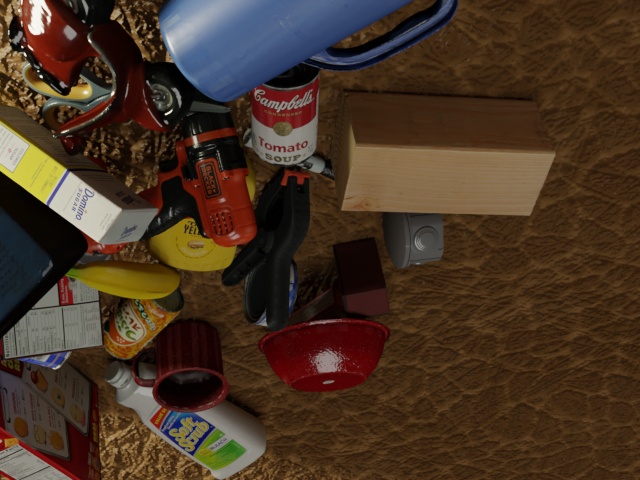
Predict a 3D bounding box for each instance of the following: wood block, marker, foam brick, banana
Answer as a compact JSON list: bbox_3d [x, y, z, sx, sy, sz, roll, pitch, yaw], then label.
[{"bbox_3d":[0.122,-0.089,1.101,0.206,0.090,0.091,1,136,-11],"label":"wood block"},{"bbox_3d":[-0.026,-0.089,1.125,0.121,0.020,0.020,20,130,-28],"label":"marker"},{"bbox_3d":[0.047,0.046,1.242,0.051,0.078,0.053,-12,140,1],"label":"foam brick"},{"bbox_3d":[-0.194,0.037,1.142,0.037,0.070,0.197,-64,156,6],"label":"banana"}]

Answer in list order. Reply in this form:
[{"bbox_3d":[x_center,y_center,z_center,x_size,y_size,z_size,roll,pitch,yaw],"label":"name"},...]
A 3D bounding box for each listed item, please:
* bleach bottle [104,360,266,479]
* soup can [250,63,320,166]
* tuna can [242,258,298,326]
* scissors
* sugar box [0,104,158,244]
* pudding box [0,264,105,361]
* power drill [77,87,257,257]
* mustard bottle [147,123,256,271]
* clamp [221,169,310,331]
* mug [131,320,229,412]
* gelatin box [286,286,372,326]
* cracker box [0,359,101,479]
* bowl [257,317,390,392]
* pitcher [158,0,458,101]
[{"bbox_3d":[-0.187,0.229,1.407,0.103,0.068,0.250,-34,130,23],"label":"bleach bottle"},{"bbox_3d":[-0.035,-0.131,1.043,0.068,0.068,0.102,-4,138,-6],"label":"soup can"},{"bbox_3d":[-0.058,0.056,1.227,0.033,0.086,0.086,11,133,-24],"label":"tuna can"},{"bbox_3d":[-0.186,-0.121,1.013,0.202,0.016,0.096,18,136,1],"label":"scissors"},{"bbox_3d":[-0.244,-0.062,0.994,0.176,0.093,0.048,38,99,9],"label":"sugar box"},{"bbox_3d":[-0.289,0.075,1.132,0.113,0.039,0.090,-5,95,-26],"label":"pudding box"},{"bbox_3d":[-0.162,-0.069,1.049,0.188,0.184,0.057,-14,180,25],"label":"power drill"},{"bbox_3d":[-0.119,-0.050,1.120,0.096,0.058,0.192,11,134,-13],"label":"mustard bottle"},{"bbox_3d":[-0.058,0.001,1.166,0.039,0.120,0.171,7,102,-45],"label":"clamp"},{"bbox_3d":[-0.173,0.153,1.312,0.117,0.081,0.093,-4,137,-6],"label":"mug"},{"bbox_3d":[0.009,0.103,1.331,0.089,0.030,0.073,-36,132,25],"label":"gelatin box"},{"bbox_3d":[-0.352,0.202,1.271,0.072,0.164,0.213,-27,135,14],"label":"cracker box"},{"bbox_3d":[0.007,0.143,1.273,0.162,0.055,0.162,-5,158,-2],"label":"bowl"},{"bbox_3d":[-0.010,-0.214,0.915,0.243,0.149,0.144,-29,173,24],"label":"pitcher"}]
